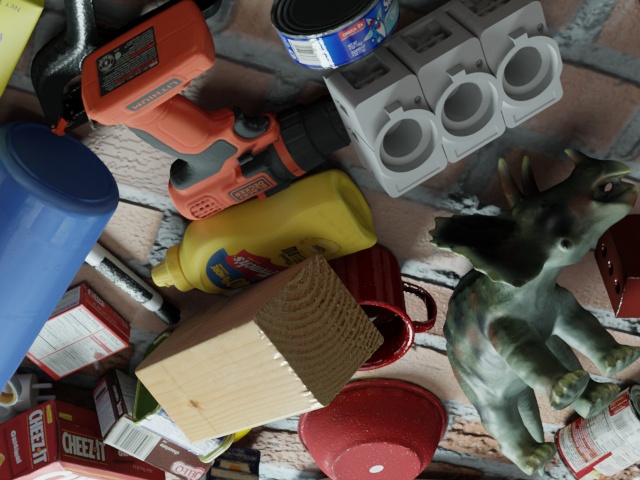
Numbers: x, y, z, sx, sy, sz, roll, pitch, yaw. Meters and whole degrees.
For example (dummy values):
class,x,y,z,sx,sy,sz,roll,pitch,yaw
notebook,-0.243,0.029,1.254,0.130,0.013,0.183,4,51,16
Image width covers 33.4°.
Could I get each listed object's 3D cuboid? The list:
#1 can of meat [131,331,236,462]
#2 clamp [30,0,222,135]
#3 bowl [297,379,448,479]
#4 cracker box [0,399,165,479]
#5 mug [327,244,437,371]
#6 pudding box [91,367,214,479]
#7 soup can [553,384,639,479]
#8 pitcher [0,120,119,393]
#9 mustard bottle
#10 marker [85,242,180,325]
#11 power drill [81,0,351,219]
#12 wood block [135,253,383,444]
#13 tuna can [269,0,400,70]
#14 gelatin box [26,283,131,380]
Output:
class,x,y,z,sx,sy,sz,roll,pitch,yaw
can of meat,-0.127,0.146,1.010,0.083,0.102,0.058,33,124,-27
clamp,-0.163,-0.141,0.761,0.120,0.039,0.172,21,129,-41
bowl,0.056,0.216,1.118,0.162,0.055,0.162,-1,134,-1
cracker box,-0.290,0.242,1.079,0.214,0.072,0.164,-25,151,22
mug,0.045,0.056,0.944,0.117,0.081,0.093,2,134,-5
pudding box,-0.164,0.182,1.047,0.113,0.090,0.039,36,98,-30
soup can,0.303,0.203,1.109,0.068,0.068,0.102,31,125,-28
pitcher,-0.272,0.026,0.845,0.145,0.149,0.243,34,114,-13
mustard bottle,-0.056,0.002,0.901,0.192,0.058,0.096,-18,154,16
marker,-0.169,0.040,0.962,0.020,0.020,0.121,-28,129,22
power drill,-0.067,-0.094,0.783,0.185,0.057,0.187,-27,145,17
wood block,-0.057,0.096,0.893,0.091,0.090,0.207,53,141,-9
tuna can,0.011,-0.157,0.735,0.086,0.086,0.033,-18,134,14
gelatin box,-0.233,0.085,0.992,0.089,0.030,0.073,-25,132,15
